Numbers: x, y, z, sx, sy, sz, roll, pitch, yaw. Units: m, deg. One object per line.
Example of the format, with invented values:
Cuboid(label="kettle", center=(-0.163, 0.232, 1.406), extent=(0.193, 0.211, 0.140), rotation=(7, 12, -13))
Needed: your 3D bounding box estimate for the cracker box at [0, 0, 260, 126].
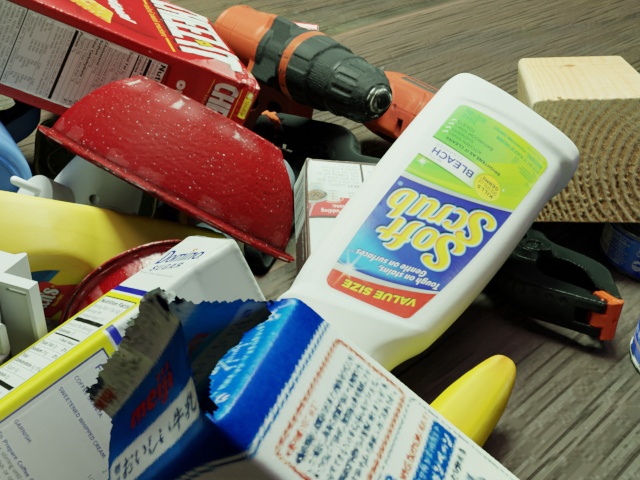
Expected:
Cuboid(label="cracker box", center=(-0.162, -0.138, 0.708), extent=(0.213, 0.072, 0.164), rotation=(18, 20, -27))

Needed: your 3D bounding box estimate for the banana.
Cuboid(label="banana", center=(0.050, 0.105, 0.506), extent=(0.037, 0.070, 0.197), rotation=(45, 21, 11))

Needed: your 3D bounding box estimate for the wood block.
Cuboid(label="wood block", center=(0.202, -0.084, 0.825), extent=(0.091, 0.090, 0.206), rotation=(0, 18, 8))

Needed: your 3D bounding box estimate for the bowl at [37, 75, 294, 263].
Cuboid(label="bowl", center=(-0.075, -0.048, 0.604), extent=(0.162, 0.055, 0.162), rotation=(28, 1, -1))

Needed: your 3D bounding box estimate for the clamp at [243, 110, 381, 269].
Cuboid(label="clamp", center=(-0.012, -0.047, 0.791), extent=(0.164, 0.036, 0.210), rotation=(-20, 32, -21))

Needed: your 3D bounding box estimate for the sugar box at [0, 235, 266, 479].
Cuboid(label="sugar box", center=(-0.089, 0.082, 0.421), extent=(0.176, 0.093, 0.048), rotation=(-37, 23, -29))

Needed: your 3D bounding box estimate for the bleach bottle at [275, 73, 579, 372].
Cuboid(label="bleach bottle", center=(0.051, 0.017, 0.607), extent=(0.102, 0.068, 0.250), rotation=(36, 59, 2))

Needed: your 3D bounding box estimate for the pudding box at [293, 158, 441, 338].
Cuboid(label="pudding box", center=(0.031, 0.005, 0.671), extent=(0.090, 0.039, 0.113), rotation=(4, 60, -11))

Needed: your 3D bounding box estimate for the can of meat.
Cuboid(label="can of meat", center=(-0.140, -0.061, 0.770), extent=(0.102, 0.057, 0.083), rotation=(20, 28, 18))

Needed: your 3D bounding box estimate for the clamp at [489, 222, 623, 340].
Cuboid(label="clamp", center=(0.130, 0.016, 0.724), extent=(0.120, 0.039, 0.172), rotation=(-10, 26, -19))

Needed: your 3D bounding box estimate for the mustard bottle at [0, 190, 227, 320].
Cuboid(label="mustard bottle", center=(-0.145, 0.010, 0.544), extent=(0.096, 0.058, 0.191), rotation=(-18, -21, 41))

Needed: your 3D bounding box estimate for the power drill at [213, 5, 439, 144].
Cuboid(label="power drill", center=(0.031, -0.114, 0.812), extent=(0.187, 0.057, 0.185), rotation=(18, 12, -46))
